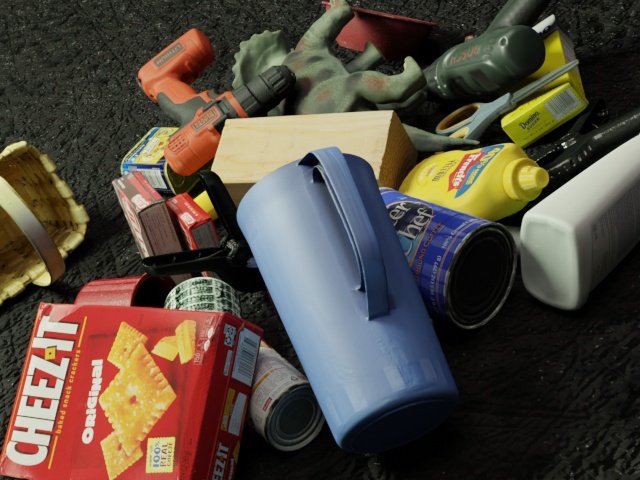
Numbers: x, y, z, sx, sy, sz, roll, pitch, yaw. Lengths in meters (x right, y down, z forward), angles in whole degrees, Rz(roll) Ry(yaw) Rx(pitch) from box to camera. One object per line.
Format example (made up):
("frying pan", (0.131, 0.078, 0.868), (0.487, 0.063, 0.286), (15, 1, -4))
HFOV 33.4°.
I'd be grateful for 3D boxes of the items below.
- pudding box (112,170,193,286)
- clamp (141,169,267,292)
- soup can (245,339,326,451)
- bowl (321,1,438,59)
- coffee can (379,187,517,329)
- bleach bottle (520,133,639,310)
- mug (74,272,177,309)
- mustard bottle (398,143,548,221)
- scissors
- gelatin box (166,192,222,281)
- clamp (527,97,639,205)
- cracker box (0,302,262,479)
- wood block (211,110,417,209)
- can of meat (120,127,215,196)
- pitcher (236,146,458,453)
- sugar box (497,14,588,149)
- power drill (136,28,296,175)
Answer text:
("pudding box", (-0.186, -0.011, 1.184), (0.039, 0.113, 0.090), (-27, 35, -14))
("clamp", (-0.086, -0.002, 1.083), (0.120, 0.171, 0.039), (-59, 40, 19))
("soup can", (-0.047, 0.135, 0.956), (0.068, 0.068, 0.102), (-34, 38, -20))
("bowl", (0.076, -0.282, 1.446), (0.162, 0.055, 0.162), (11, 13, -3))
("coffee can", (0.101, 0.015, 1.019), (0.102, 0.103, 0.141), (-40, 39, -27))
("bleach bottle", (0.291, -0.038, 1.021), (0.250, 0.102, 0.068), (-33, 39, -33))
("mug", (-0.193, 0.077, 1.100), (0.082, 0.093, 0.117), (-5, 8, 28))
("mustard bottle", (0.158, -0.055, 1.068), (0.096, 0.058, 0.192), (-47, 20, -22))
("scissors", (0.197, -0.138, 1.194), (0.202, 0.016, 0.096), (-16, 39, 52))
("gelatin box", (-0.132, 0.001, 1.163), (0.030, 0.089, 0.073), (-29, 36, -14))
("clamp", (0.269, -0.097, 1.131), (0.210, 0.036, 0.165), (-34, 12, -5))
("cracker box", (-0.169, 0.142, 0.936), (0.214, 0.072, 0.164), (1, 71, 29))
("wood block", (-0.007, -0.081, 1.194), (0.206, 0.090, 0.090), (0, 62, 26))
("can of meat", (-0.194, -0.103, 1.366), (0.084, 0.057, 0.102), (5, 41, 33))
("pitcher", (0.026, 0.048, 0.910), (0.145, 0.149, 0.243), (-36, 58, 22))
("sugar box", (0.254, -0.189, 1.251), (0.093, 0.048, 0.176), (-33, 30, 25))
("power drill", (-0.135, -0.185, 1.310), (0.184, 0.057, 0.188), (-37, 46, 0))
